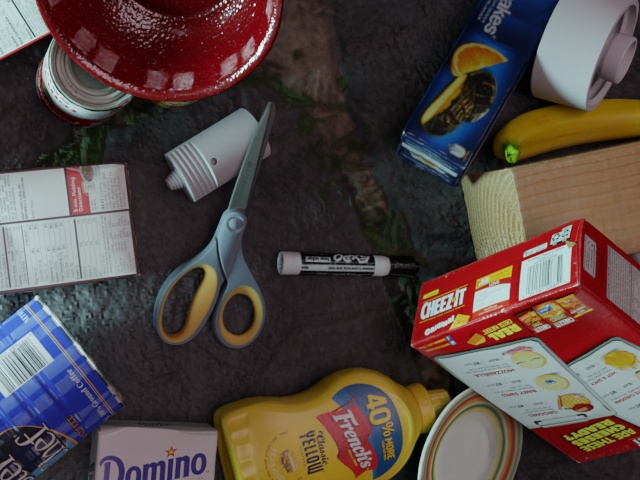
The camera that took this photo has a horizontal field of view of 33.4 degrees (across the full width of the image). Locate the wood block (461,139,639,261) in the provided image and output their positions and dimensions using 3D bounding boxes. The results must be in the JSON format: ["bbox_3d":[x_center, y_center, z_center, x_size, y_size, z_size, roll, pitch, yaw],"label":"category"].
[{"bbox_3d":[0.237,-0.034,0.908,0.205,0.091,0.090,-12,94,-18],"label":"wood block"}]

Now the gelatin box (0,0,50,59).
[{"bbox_3d":[-0.230,-0.171,0.760,0.089,0.030,0.073,-25,113,10],"label":"gelatin box"}]

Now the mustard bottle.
[{"bbox_3d":[0.017,0.154,0.850,0.191,0.058,0.096,-15,95,-18],"label":"mustard bottle"}]

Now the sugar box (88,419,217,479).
[{"bbox_3d":[-0.132,0.227,0.807,0.093,0.048,0.176,5,89,-18],"label":"sugar box"}]

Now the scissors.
[{"bbox_3d":[-0.055,0.001,0.828,0.096,0.016,0.202,32,94,-24],"label":"scissors"}]

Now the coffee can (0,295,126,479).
[{"bbox_3d":[-0.223,0.121,0.747,0.140,0.103,0.103,-39,101,-15],"label":"coffee can"}]

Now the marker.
[{"bbox_3d":[0.025,0.020,0.874,0.121,0.020,0.020,2,89,-18],"label":"marker"}]

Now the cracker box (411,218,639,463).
[{"bbox_3d":[0.204,0.085,0.838,0.213,0.164,0.072,35,50,-26],"label":"cracker box"}]

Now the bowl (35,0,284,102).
[{"bbox_3d":[-0.099,-0.172,0.681,0.162,0.055,0.162,3,127,4],"label":"bowl"}]

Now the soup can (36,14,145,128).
[{"bbox_3d":[-0.166,-0.120,0.767,0.068,0.102,0.068,0,90,-19],"label":"soup can"}]

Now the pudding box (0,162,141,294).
[{"bbox_3d":[-0.195,-0.010,0.792,0.113,0.039,0.090,-7,92,-17],"label":"pudding box"}]

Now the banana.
[{"bbox_3d":[0.218,-0.093,0.916,0.197,0.070,0.037,-16,125,-26],"label":"banana"}]
